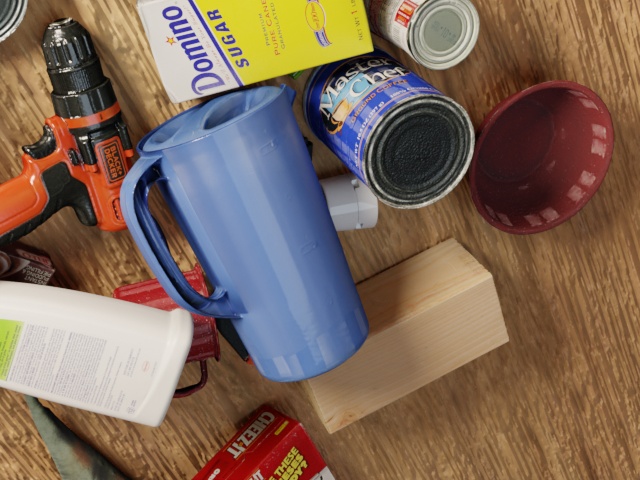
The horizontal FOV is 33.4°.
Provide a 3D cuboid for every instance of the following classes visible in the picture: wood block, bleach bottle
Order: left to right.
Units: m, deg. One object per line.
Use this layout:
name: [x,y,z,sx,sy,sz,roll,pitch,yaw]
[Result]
bleach bottle: [-0.238,0.074,0.873,0.250,0.068,0.103,18,107,-13]
wood block: [0.072,0.093,1.074,0.206,0.090,0.091,-26,124,-8]

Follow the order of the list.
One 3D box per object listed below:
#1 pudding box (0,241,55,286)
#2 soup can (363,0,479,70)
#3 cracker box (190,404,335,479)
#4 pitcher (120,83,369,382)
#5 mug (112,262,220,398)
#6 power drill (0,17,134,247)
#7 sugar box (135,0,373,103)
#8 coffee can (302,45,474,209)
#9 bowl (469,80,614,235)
pudding box: [-0.298,0.037,0.911,0.113,0.039,0.090,24,106,-31]
soup can: [0.084,-0.193,0.917,0.068,0.102,0.068,-10,120,-19]
cracker box: [-0.052,0.304,1.118,0.164,0.072,0.213,-44,127,-23]
pitcher: [-0.056,0.001,0.906,0.149,0.145,0.243,-19,109,11]
mug: [-0.139,0.086,0.972,0.081,0.093,0.117,-13,92,-12]
power drill: [-0.240,-0.065,0.848,0.187,0.057,0.184,-27,118,-26]
sugar box: [-0.053,-0.179,0.874,0.176,0.048,0.093,-16,123,1]
coffee can: [0.056,-0.102,0.930,0.102,0.140,0.103,-10,120,-19]
bowl: [0.207,-0.089,1.055,0.162,0.055,0.162,-10,120,-19]
